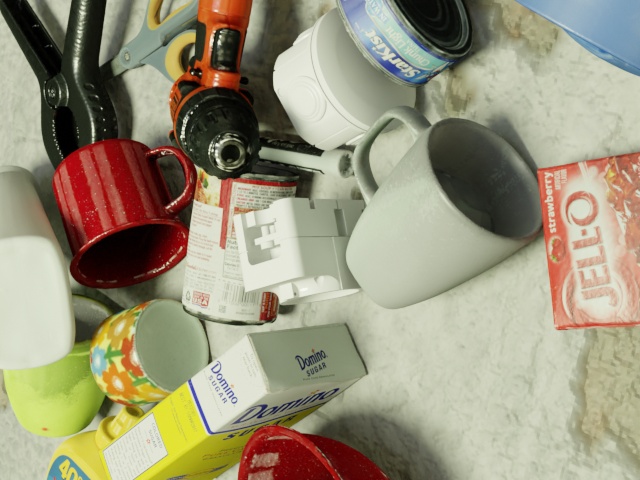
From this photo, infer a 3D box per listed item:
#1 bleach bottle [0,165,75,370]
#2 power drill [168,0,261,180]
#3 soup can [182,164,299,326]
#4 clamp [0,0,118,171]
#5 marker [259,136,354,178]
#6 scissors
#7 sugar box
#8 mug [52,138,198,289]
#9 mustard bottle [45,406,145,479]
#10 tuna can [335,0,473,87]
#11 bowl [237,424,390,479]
[{"bbox_3d":[-0.241,0.005,0.844,0.251,0.068,0.102,-134,40,-65],"label":"bleach bottle"},{"bbox_3d":[-0.057,-0.140,0.669,0.184,0.057,0.188,-128,49,-68],"label":"power drill"},{"bbox_3d":[-0.055,0.001,0.723,0.069,0.068,0.102,16,101,41],"label":"soup can"},{"bbox_3d":[-0.196,-0.128,0.855,0.165,0.036,0.210,-18,85,50],"label":"clamp"},{"bbox_3d":[-0.027,-0.060,0.729,0.121,0.020,0.020,14,100,41],"label":"marker"},{"bbox_3d":[-0.135,-0.131,0.829,0.202,0.016,0.096,-39,72,43],"label":"scissors"},{"bbox_3d":[-0.061,0.117,0.713,0.177,0.093,0.048,-37,67,37],"label":"sugar box"},{"bbox_3d":[-0.142,-0.028,0.794,0.117,0.093,0.081,-32,63,19],"label":"mug"},{"bbox_3d":[-0.179,0.209,0.845,0.096,0.058,0.192,38,115,28],"label":"mustard bottle"},{"bbox_3d":[0.049,-0.133,0.615,0.034,0.085,0.086,-31,70,37],"label":"tuna can"},{"bbox_3d":[0.011,0.185,0.656,0.162,0.055,0.162,27,123,51],"label":"bowl"}]
